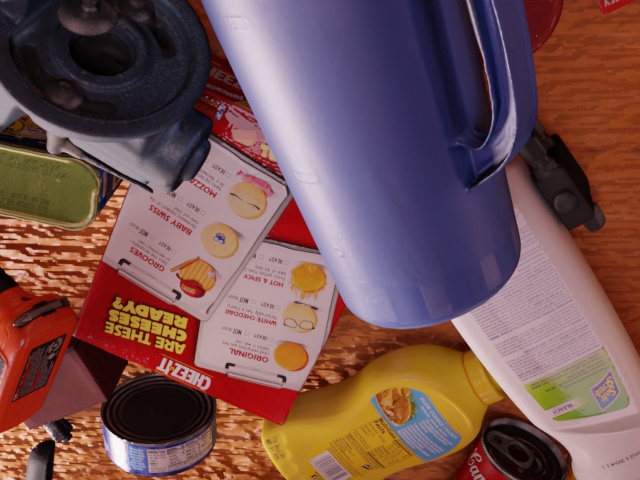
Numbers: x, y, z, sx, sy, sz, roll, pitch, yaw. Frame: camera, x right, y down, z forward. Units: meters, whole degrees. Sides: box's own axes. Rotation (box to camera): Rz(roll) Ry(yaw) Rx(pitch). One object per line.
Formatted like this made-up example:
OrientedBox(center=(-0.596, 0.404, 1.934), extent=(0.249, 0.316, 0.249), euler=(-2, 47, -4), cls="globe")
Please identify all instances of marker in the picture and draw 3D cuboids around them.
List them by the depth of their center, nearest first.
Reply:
OrientedBox(center=(-0.237, 0.114, 0.841), extent=(0.020, 0.020, 0.121), euler=(-29, 110, 21), cls="marker")

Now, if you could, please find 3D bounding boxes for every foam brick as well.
OrientedBox(center=(-0.195, 0.098, 0.807), extent=(0.078, 0.053, 0.051), euler=(-22, 112, 20), cls="foam brick")

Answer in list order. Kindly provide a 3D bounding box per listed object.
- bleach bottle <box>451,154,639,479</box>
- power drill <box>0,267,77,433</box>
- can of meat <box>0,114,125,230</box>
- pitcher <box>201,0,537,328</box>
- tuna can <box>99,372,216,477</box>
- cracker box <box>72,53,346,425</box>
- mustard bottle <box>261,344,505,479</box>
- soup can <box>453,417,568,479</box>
OrientedBox(center=(0.149, 0.072, 0.702), extent=(0.103, 0.068, 0.251), euler=(-28, 97, 21), cls="bleach bottle")
OrientedBox(center=(-0.270, 0.050, 0.758), extent=(0.188, 0.057, 0.185), euler=(37, 122, 14), cls="power drill")
OrientedBox(center=(-0.180, -0.054, 0.707), extent=(0.102, 0.084, 0.057), euler=(11, 118, 2), cls="can of meat")
OrientedBox(center=(0.033, -0.074, 0.550), extent=(0.145, 0.149, 0.243), euler=(-18, 120, 7), cls="pitcher")
OrientedBox(center=(-0.120, 0.137, 0.797), extent=(0.086, 0.086, 0.034), euler=(4, 120, 6), cls="tuna can")
OrientedBox(center=(-0.055, 0.001, 0.724), extent=(0.164, 0.072, 0.214), euler=(24, 119, -4), cls="cracker box")
OrientedBox(center=(0.058, 0.125, 0.777), extent=(0.192, 0.058, 0.096), euler=(-27, 120, 21), cls="mustard bottle")
OrientedBox(center=(0.130, 0.192, 0.794), extent=(0.068, 0.068, 0.102), euler=(22, 121, -3), cls="soup can")
